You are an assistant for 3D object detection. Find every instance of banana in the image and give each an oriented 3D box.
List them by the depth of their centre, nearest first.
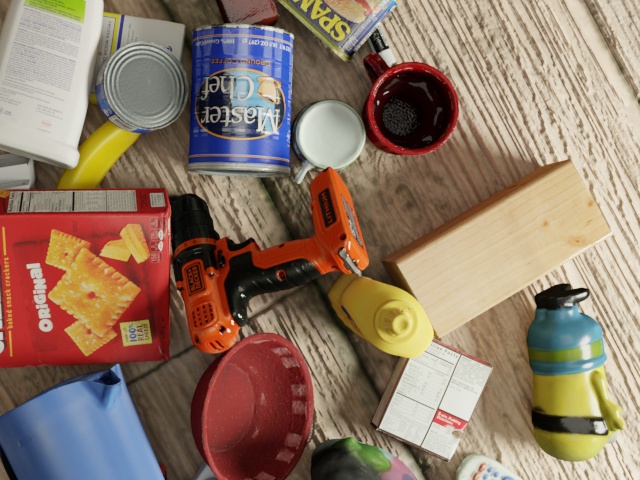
[{"bbox_3d":[-0.232,-0.048,1.076,0.069,0.037,0.198,17,100,-15],"label":"banana"}]

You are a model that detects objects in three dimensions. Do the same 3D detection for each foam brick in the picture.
[{"bbox_3d":[-0.081,-0.253,1.091,0.051,0.053,0.078,-21,93,-5],"label":"foam brick"}]

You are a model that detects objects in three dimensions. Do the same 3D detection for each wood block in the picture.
[{"bbox_3d":[0.178,0.007,1.097,0.206,0.091,0.090,-30,93,-5],"label":"wood block"}]

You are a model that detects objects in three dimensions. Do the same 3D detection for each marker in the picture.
[{"bbox_3d":[0.046,-0.238,1.119,0.020,0.020,0.121,-25,93,-5],"label":"marker"}]

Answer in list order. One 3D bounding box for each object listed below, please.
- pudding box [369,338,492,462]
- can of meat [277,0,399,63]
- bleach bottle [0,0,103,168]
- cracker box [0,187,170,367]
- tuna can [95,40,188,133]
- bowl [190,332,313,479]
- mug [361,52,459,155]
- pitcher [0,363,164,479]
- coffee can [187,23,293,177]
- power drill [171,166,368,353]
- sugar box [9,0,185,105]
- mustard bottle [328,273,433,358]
[{"bbox_3d":[0.116,0.163,1.118,0.090,0.039,0.113,25,86,-5],"label":"pudding box"},{"bbox_3d":[0.018,-0.245,1.085,0.102,0.057,0.084,43,101,2],"label":"can of meat"},{"bbox_3d":[-0.249,-0.202,1.023,0.102,0.068,0.251,17,85,-15],"label":"bleach bottle"},{"bbox_3d":[-0.252,0.037,1.028,0.213,0.072,0.164,-1,115,-12],"label":"cracker box"},{"bbox_3d":[-0.174,-0.148,1.034,0.086,0.034,0.086,2,87,-29],"label":"tuna can"},{"bbox_3d":[-0.078,0.170,1.066,0.161,0.055,0.162,-2,93,-51],"label":"bowl"},{"bbox_3d":[0.080,-0.140,1.092,0.093,0.081,0.117,-38,94,-5],"label":"mug"},{"bbox_3d":[-0.212,0.253,1.016,0.145,0.149,0.243,-25,85,-12],"label":"pitcher"},{"bbox_3d":[-0.079,-0.137,1.065,0.102,0.103,0.140,2,90,-6],"label":"coffee can"},{"bbox_3d":[-0.057,0.001,1.037,0.188,0.057,0.184,-25,55,13],"label":"power drill"},{"bbox_3d":[-0.230,-0.185,1.080,0.176,0.048,0.093,9,89,-9],"label":"sugar box"},{"bbox_3d":[0.062,0.073,1.034,0.096,0.192,0.058,40,86,-5],"label":"mustard bottle"}]
